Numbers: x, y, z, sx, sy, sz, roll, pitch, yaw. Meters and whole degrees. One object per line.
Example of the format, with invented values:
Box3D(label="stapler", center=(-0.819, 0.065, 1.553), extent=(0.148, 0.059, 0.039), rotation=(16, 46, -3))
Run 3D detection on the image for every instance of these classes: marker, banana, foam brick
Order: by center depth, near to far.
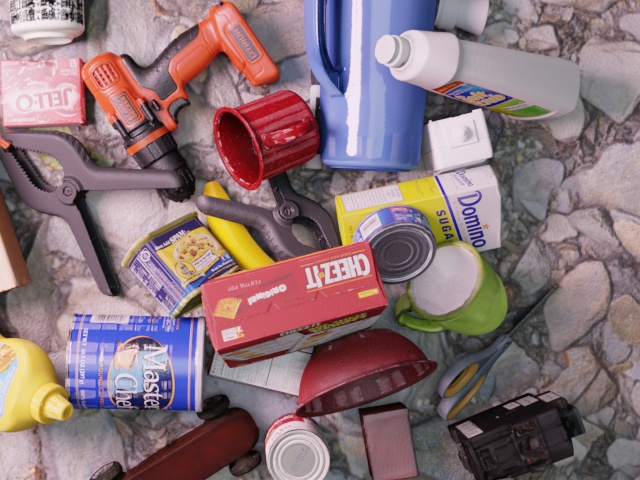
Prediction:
Box3D(label="banana", center=(-0.064, 0.018, 1.188), extent=(0.197, 0.037, 0.069), rotation=(38, 66, -5))
Box3D(label="foam brick", center=(0.075, 0.224, 1.188), extent=(0.051, 0.053, 0.078), rotation=(-10, 90, -4))
Box3D(label="marker", center=(-0.005, -0.141, 1.198), extent=(0.020, 0.020, 0.121), rotation=(3, 90, -4))

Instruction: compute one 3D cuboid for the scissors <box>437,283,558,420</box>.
Box3D(label="scissors", center=(0.193, 0.115, 1.186), extent=(0.016, 0.096, 0.202), rotation=(38, 90, 31))

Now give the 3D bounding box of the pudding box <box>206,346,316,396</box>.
Box3D(label="pudding box", center=(-0.062, 0.119, 1.186), extent=(0.113, 0.039, 0.090), rotation=(14, 89, -2))

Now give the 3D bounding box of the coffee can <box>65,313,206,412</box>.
Box3D(label="coffee can", center=(-0.194, 0.131, 1.143), extent=(0.140, 0.103, 0.103), rotation=(2, 90, -4))

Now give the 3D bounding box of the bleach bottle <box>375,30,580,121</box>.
Box3D(label="bleach bottle", center=(0.154, -0.175, 1.109), extent=(0.250, 0.103, 0.068), rotation=(5, 89, -38))

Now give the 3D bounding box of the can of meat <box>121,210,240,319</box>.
Box3D(label="can of meat", center=(-0.146, 0.027, 1.142), extent=(0.084, 0.058, 0.101), rotation=(48, 42, 10))

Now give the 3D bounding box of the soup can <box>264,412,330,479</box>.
Box3D(label="soup can", center=(-0.026, 0.229, 1.156), extent=(0.068, 0.102, 0.068), rotation=(0, 90, -4))

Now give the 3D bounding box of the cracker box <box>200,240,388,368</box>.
Box3D(label="cracker box", center=(-0.027, 0.067, 1.061), extent=(0.164, 0.214, 0.072), rotation=(-15, 80, -4))

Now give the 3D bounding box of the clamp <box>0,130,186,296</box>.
Box3D(label="clamp", center=(-0.267, -0.046, 1.162), extent=(0.210, 0.036, 0.165), rotation=(28, 107, 4))

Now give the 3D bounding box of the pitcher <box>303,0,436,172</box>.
Box3D(label="pitcher", center=(0.051, -0.197, 1.145), extent=(0.149, 0.145, 0.243), rotation=(3, 93, -3))

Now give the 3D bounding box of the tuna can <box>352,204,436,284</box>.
Box3D(label="tuna can", center=(0.079, 0.005, 1.133), extent=(0.086, 0.034, 0.086), rotation=(-7, 129, -8))

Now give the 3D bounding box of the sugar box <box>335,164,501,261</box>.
Box3D(label="sugar box", center=(0.109, -0.020, 1.173), extent=(0.176, 0.048, 0.093), rotation=(-11, 129, -2))

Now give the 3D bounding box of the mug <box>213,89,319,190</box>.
Box3D(label="mug", center=(-0.049, -0.111, 1.120), extent=(0.081, 0.117, 0.093), rotation=(-25, 99, -28))

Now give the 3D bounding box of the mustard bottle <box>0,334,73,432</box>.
Box3D(label="mustard bottle", center=(-0.329, 0.145, 1.109), extent=(0.192, 0.058, 0.096), rotation=(18, 90, 31))

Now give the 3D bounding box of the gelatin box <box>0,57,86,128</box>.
Box3D(label="gelatin box", center=(-0.303, -0.161, 1.171), extent=(0.089, 0.030, 0.073), rotation=(-2, 90, -4))

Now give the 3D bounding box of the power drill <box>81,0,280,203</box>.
Box3D(label="power drill", center=(-0.140, -0.158, 1.169), extent=(0.187, 0.057, 0.184), rotation=(-34, 99, -5))

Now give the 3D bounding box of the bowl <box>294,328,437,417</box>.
Box3D(label="bowl", center=(0.041, 0.136, 1.143), extent=(0.162, 0.162, 0.055), rotation=(-18, 72, -4))

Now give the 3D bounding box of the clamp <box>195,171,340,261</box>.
Box3D(label="clamp", center=(-0.051, -0.024, 1.166), extent=(0.120, 0.039, 0.171), rotation=(-39, 85, -20))
